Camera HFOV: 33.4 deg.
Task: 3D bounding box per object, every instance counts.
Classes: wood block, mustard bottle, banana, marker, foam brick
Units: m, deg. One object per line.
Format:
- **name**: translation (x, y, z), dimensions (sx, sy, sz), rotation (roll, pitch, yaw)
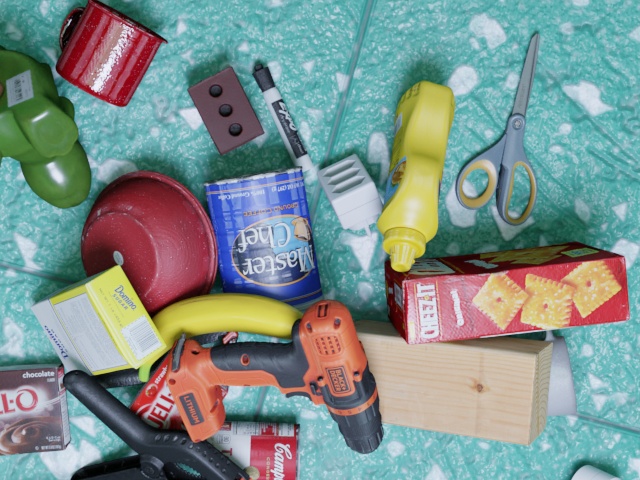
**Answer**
- **wood block**: translation (0.120, 0.140, 1.077), dimensions (0.206, 0.090, 0.091), rotation (6, 95, 22)
- **mustard bottle**: translation (0.092, -0.056, 1.050), dimensions (0.058, 0.096, 0.191), rotation (15, 61, -6)
- **banana**: translation (-0.101, 0.083, 1.041), dimensions (0.198, 0.037, 0.069), rotation (-15, 114, 20)
- **marker**: translation (-0.040, -0.128, 1.117), dimensions (0.020, 0.020, 0.121), rotation (-25, 96, 0)
- **foam brick**: translation (-0.097, -0.133, 1.098), dimensions (0.053, 0.051, 0.078), rotation (-28, 96, 0)

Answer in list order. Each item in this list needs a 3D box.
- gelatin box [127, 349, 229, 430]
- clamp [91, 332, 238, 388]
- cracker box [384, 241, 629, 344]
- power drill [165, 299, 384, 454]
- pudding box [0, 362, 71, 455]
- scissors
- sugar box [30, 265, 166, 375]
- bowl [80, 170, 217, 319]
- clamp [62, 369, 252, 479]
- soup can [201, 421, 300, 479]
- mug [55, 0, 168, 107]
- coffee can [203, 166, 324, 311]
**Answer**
- **gelatin box**: translation (-0.148, 0.165, 1.099), dimensions (0.073, 0.030, 0.089), rotation (36, 100, -8)
- **clamp**: translation (-0.149, 0.155, 1.132), dimensions (0.171, 0.039, 0.120), rotation (-31, 104, 6)
- **cracker box**: translation (0.179, 0.048, 1.072), dimensions (0.213, 0.164, 0.072), rotation (-5, 95, -2)
- **power drill**: translation (-0.040, 0.143, 1.017), dimensions (0.188, 0.057, 0.184), rotation (-10, 124, 10)
- **pudding box**: translation (-0.324, 0.178, 1.125), dimensions (0.113, 0.039, 0.090), rotation (-5, 96, -2)
- **scissors**: translation (0.188, -0.115, 1.130), dimensions (0.096, 0.016, 0.202), rotation (-3, 96, -2)
- **sugar box**: translation (-0.223, 0.084, 1.056), dimensions (0.048, 0.177, 0.093), rotation (-32, 98, -30)
- **bowl**: translation (-0.186, 0.013, 1.073), dimensions (0.162, 0.055, 0.162), rotation (5, 103, 25)
- **clamp**: translation (-0.171, 0.226, 1.087), dimensions (0.210, 0.036, 0.165), rotation (22, 130, 8)
- **soup can**: translation (-0.073, 0.226, 1.126), dimensions (0.102, 0.068, 0.068), rotation (2, 95, -2)
- **mug**: translation (-0.221, -0.193, 1.075), dimensions (0.117, 0.093, 0.081), rotation (34, 99, 26)
- **coffee can**: translation (-0.057, 0.001, 1.087), dimensions (0.103, 0.103, 0.140), rotation (-9, 96, -2)
